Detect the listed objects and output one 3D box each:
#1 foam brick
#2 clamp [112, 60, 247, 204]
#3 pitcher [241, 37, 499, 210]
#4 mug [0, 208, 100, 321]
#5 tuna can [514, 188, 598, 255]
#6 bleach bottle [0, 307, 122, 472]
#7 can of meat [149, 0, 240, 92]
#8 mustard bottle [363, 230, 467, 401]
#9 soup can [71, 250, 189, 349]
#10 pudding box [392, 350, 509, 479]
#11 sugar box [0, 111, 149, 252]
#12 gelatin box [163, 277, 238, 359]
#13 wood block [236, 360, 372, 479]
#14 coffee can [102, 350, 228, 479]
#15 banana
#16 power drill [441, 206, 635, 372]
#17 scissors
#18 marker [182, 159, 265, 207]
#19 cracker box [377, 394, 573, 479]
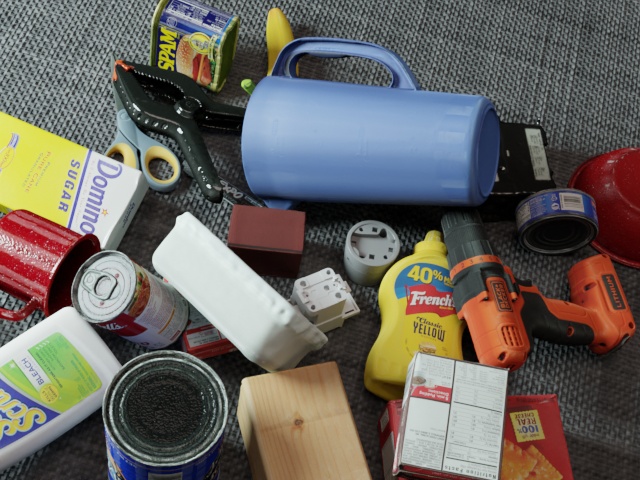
[{"bbox_3d":[-0.057,0.001,1.095,0.078,0.053,0.051,6,57,-6],"label":"foam brick"},{"bbox_3d":[-0.135,-0.138,1.170,0.210,0.036,0.164,38,47,16],"label":"clamp"},{"bbox_3d":[0.052,-0.107,1.077,0.243,0.149,0.145,5,52,22],"label":"pitcher"},{"bbox_3d":[-0.277,0.029,1.022,0.081,0.093,0.117,24,55,12],"label":"mug"},{"bbox_3d":[0.251,-0.019,1.136,0.086,0.086,0.034,4,59,-7],"label":"tuna can"},{"bbox_3d":[-0.293,0.166,0.927,0.250,0.068,0.102,-38,92,-30],"label":"bleach bottle"},{"bbox_3d":[-0.141,-0.222,1.195,0.084,0.102,0.057,23,57,3],"label":"can of meat"},{"bbox_3d":[0.104,0.072,1.072,0.096,0.058,0.191,17,56,-7],"label":"mustard bottle"},{"bbox_3d":[-0.174,0.057,0.993,0.069,0.102,0.068,-9,67,21],"label":"soup can"},{"bbox_3d":[0.117,0.161,0.943,0.090,0.039,0.113,12,60,1],"label":"pudding box"},{"bbox_3d":[-0.275,-0.058,1.093,0.176,0.048,0.093,22,73,8],"label":"sugar box"},{"bbox_3d":[-0.109,0.071,1.057,0.073,0.030,0.089,-13,60,-18],"label":"gelatin box"},{"bbox_3d":[-0.005,0.223,0.941,0.090,0.090,0.206,-9,60,-13],"label":"wood block"},{"bbox_3d":[-0.134,0.172,0.923,0.102,0.140,0.103,4,57,-6],"label":"coffee can"},{"bbox_3d":[-0.048,-0.197,1.209,0.037,0.069,0.197,-12,33,14],"label":"banana"},{"bbox_3d":[0.215,0.048,1.075,0.187,0.057,0.184,3,59,-27],"label":"power drill"},{"bbox_3d":[-0.196,-0.125,1.176,0.096,0.016,0.201,6,57,-7],"label":"scissors"},{"bbox_3d":[-0.099,-0.051,1.142,0.121,0.020,0.020,34,59,12],"label":"marker"},{"bbox_3d":[0.146,0.248,0.959,0.164,0.072,0.213,0,59,-8],"label":"cracker box"}]
